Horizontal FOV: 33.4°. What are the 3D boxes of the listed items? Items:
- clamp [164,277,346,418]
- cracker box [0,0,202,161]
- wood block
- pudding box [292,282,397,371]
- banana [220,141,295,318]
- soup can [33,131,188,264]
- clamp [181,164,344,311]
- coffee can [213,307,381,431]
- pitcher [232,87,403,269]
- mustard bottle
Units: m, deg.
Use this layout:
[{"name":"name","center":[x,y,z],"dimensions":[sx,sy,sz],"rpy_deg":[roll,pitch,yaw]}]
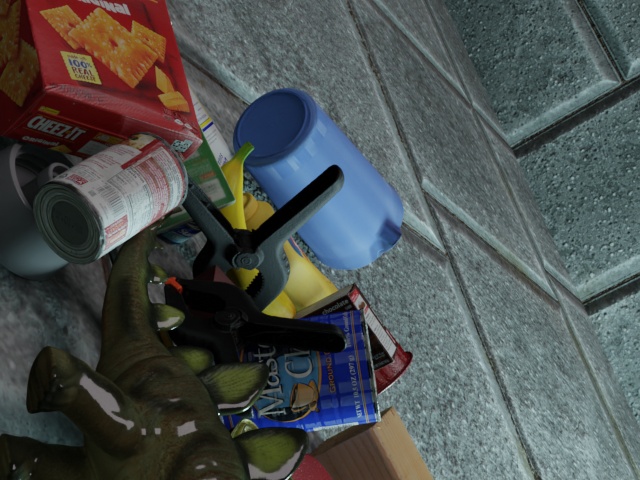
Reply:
[{"name":"clamp","center":[-0.078,0.083,0.890],"dimensions":[0.120,0.172,0.039],"rpy_deg":[-36,135,-44]},{"name":"cracker box","center":[-0.197,-0.170,0.894],"dimensions":[0.163,0.072,0.214],"rpy_deg":[15,50,-48]},{"name":"wood block","center":[0.077,0.286,1.080],"dimensions":[0.206,0.090,0.090],"rpy_deg":[61,19,4]},{"name":"pudding box","center":[0.013,0.109,1.138],"dimensions":[0.090,0.114,0.039],"rpy_deg":[55,23,-12]},{"name":"banana","center":[-0.075,0.004,1.082],"dimensions":[0.037,0.069,0.198],"rpy_deg":[-142,-143,-63]},{"name":"soup can","center":[-0.157,-0.033,0.806],"dimensions":[0.068,0.069,0.102],"rpy_deg":[58,41,-7]},{"name":"clamp","center":[-0.081,0.003,1.015],"dimensions":[0.164,0.210,0.036],"rpy_deg":[8,40,-15]},{"name":"coffee can","center":[-0.023,0.120,0.949],"dimensions":[0.103,0.140,0.103],"rpy_deg":[-9,90,-87]},{"name":"pitcher","center":[-0.011,-0.078,1.289],"dimensions":[0.242,0.149,0.145],"rpy_deg":[48,31,-50]},{"name":"mustard bottle","center":[-0.050,0.014,1.169],"dimensions":[0.191,0.058,0.096],"rpy_deg":[52,-2,-31]}]
